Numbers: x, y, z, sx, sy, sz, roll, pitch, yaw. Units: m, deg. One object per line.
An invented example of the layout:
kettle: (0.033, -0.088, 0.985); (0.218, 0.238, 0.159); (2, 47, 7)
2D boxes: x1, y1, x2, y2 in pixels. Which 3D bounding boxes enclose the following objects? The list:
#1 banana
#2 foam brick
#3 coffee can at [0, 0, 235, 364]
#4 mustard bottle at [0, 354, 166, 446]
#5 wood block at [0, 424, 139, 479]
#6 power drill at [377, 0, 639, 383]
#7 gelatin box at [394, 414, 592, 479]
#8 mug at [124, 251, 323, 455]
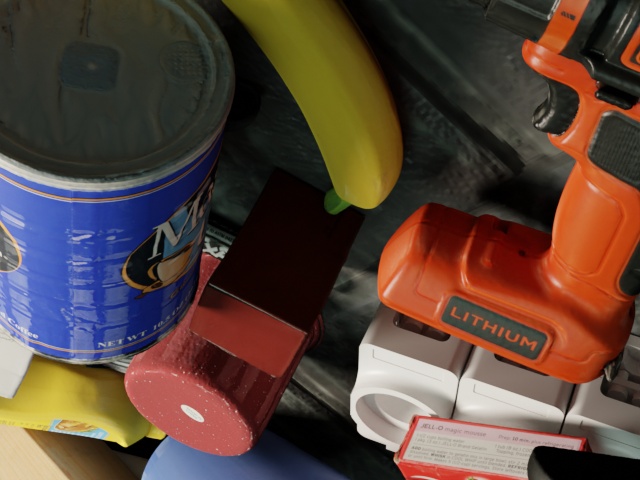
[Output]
banana: (-0.012, -0.076, 0.430); (0.070, 0.037, 0.197); (-2, 135, 34)
foam brick: (-0.021, 0.016, 0.515); (0.053, 0.078, 0.051); (29, 143, -1)
coffee can: (-0.094, -0.026, 0.435); (0.103, 0.102, 0.140); (25, 146, 4)
mustard bottle: (-0.175, 0.101, 0.708); (0.191, 0.058, 0.096); (12, 165, -16)
wood block: (-0.170, 0.213, 0.764); (0.206, 0.091, 0.090); (40, -173, 22)
power drill: (0.080, -0.036, 0.386); (0.184, 0.057, 0.188); (24, 139, 4)
gelatin box: (0.088, 0.119, 0.500); (0.089, 0.030, 0.073); (1, 136, 32)
mug: (-0.059, 0.071, 0.605); (0.093, 0.081, 0.117); (27, 145, 2)
